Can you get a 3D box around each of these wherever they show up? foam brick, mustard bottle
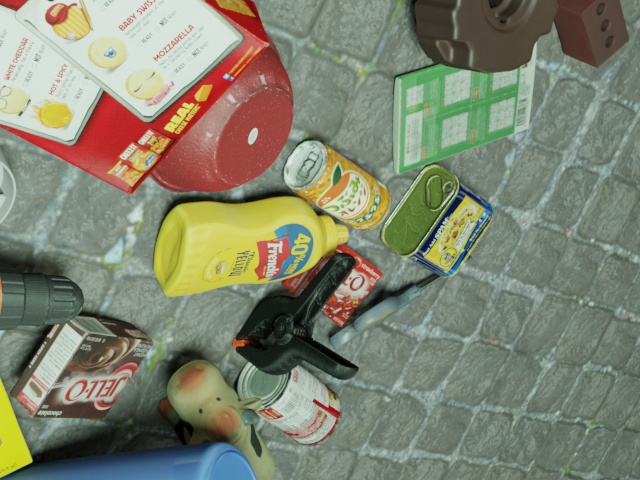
[{"bbox_3d":[0.282,-0.233,1.123,0.053,0.051,0.078,-41,132,-10],"label":"foam brick"},{"bbox_3d":[-0.056,0.002,1.007,0.191,0.058,0.096,-6,137,-33],"label":"mustard bottle"}]

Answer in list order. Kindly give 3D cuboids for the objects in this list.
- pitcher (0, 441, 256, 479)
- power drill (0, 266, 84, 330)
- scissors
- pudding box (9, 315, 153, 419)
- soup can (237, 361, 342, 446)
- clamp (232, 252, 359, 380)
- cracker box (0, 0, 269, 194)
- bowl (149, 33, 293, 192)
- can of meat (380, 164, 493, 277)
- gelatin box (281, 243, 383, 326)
[{"bbox_3d":[-0.173,0.248,0.950,0.243,0.149,0.145,-14,126,23],"label":"pitcher"},{"bbox_3d":[-0.290,0.106,0.848,0.184,0.057,0.188,5,108,-32],"label":"power drill"},{"bbox_3d":[0.097,0.058,1.155,0.201,0.016,0.096,-32,172,-15],"label":"scissors"},{"bbox_3d":[-0.212,0.114,0.957,0.090,0.039,0.113,-57,154,5],"label":"pudding box"},{"bbox_3d":[-0.032,0.166,1.122,0.068,0.069,0.102,-49,133,-2],"label":"soup can"},{"bbox_3d":[-0.021,0.095,1.030,0.039,0.120,0.172,20,143,-34],"label":"clamp"},{"bbox_3d":[-0.169,-0.148,0.735,0.213,0.072,0.164,30,117,-35],"label":"cracker box"},{"bbox_3d":[-0.074,-0.100,0.911,0.161,0.055,0.162,-35,145,-30],"label":"bowl"},{"bbox_3d":[0.127,-0.018,1.136,0.083,0.058,0.102,29,98,-45],"label":"can of meat"},{"bbox_3d":[0.013,0.039,1.104,0.073,0.030,0.089,-52,133,1],"label":"gelatin box"}]
